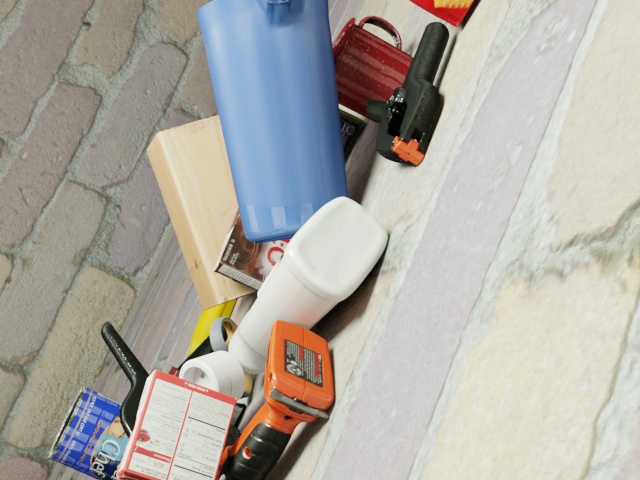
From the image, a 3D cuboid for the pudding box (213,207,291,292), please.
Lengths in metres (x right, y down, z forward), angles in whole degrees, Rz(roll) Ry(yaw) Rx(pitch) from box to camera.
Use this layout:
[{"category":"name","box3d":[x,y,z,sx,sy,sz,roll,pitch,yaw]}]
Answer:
[{"category":"pudding box","box3d":[-0.058,0.001,1.187,0.113,0.090,0.039,-69,11,-24]}]

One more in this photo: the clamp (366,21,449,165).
[{"category":"clamp","box3d":[0.076,-0.120,1.000,0.120,0.039,0.171,-54,14,42]}]

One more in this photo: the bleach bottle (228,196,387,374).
[{"category":"bleach bottle","box3d":[-0.031,0.064,0.978,0.102,0.068,0.251,-48,-2,-40]}]

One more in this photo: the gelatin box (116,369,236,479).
[{"category":"gelatin box","box3d":[-0.114,0.158,0.855,0.030,0.073,0.089,136,152,-59]}]

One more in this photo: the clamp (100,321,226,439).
[{"category":"clamp","box3d":[-0.195,0.190,1.362,0.036,0.164,0.210,95,169,-55]}]

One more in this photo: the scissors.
[{"category":"scissors","box3d":[-0.080,0.121,1.168,0.201,0.016,0.096,18,-124,-77]}]

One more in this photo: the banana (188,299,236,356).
[{"category":"banana","box3d":[-0.146,0.098,1.486,0.070,0.037,0.197,-38,27,64]}]

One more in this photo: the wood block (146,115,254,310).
[{"category":"wood block","box3d":[-0.123,-0.032,1.251,0.206,0.090,0.091,71,161,2]}]

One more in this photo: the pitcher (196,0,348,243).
[{"category":"pitcher","box3d":[-0.042,-0.123,1.077,0.145,0.149,0.243,-9,89,31]}]

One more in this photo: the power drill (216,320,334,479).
[{"category":"power drill","box3d":[-0.056,0.163,0.906,0.188,0.057,0.184,-62,15,21]}]

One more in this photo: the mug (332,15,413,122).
[{"category":"mug","box3d":[0.052,-0.189,1.151,0.093,0.081,0.117,-40,26,62]}]

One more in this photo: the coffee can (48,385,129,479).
[{"category":"coffee can","box3d":[-0.266,0.263,1.383,0.103,0.140,0.103,-59,12,21]}]
